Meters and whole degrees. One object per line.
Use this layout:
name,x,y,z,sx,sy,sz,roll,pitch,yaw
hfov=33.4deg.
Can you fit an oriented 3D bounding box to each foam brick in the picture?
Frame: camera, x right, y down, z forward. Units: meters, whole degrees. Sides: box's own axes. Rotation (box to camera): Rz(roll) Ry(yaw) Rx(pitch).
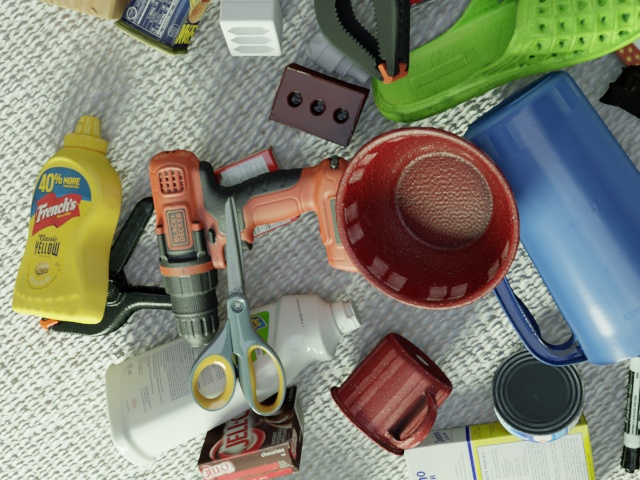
foam brick,-0.001,-0.124,0.971,0.078,0.051,0.053,19,104,0

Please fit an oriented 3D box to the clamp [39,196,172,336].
clamp,-0.190,0.050,1.035,0.172,0.039,0.120,-36,90,16

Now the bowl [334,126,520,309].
bowl,0.096,-0.025,0.906,0.162,0.055,0.162,10,114,22

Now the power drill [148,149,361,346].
power drill,-0.056,0.001,0.970,0.187,0.057,0.184,-7,104,4

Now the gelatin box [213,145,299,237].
gelatin box,-0.073,-0.039,1.008,0.089,0.030,0.073,-22,101,9

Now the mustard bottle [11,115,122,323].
mustard bottle,-0.230,-0.022,0.994,0.096,0.058,0.191,3,81,36

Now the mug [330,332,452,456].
mug,0.073,0.146,0.996,0.093,0.117,0.081,37,99,-28

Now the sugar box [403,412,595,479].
sugar box,0.175,0.225,1.038,0.176,0.048,0.093,-8,100,11

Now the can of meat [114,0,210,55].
can of meat,-0.130,-0.213,0.938,0.057,0.102,0.084,28,101,-2

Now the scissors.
scissors,-0.090,0.069,0.951,0.096,0.016,0.202,-19,103,0

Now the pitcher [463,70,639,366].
pitcher,0.222,-0.016,0.938,0.243,0.149,0.145,56,145,-4

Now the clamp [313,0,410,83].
clamp,0.025,-0.235,0.901,0.165,0.036,0.210,-33,88,46

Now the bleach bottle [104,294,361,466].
bleach bottle,-0.079,0.121,1.012,0.251,0.102,0.068,-23,142,9

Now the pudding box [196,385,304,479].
pudding box,-0.063,0.188,1.016,0.090,0.113,0.039,-15,106,8

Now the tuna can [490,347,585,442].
tuna can,0.204,0.145,1.000,0.086,0.033,0.086,-5,64,11
